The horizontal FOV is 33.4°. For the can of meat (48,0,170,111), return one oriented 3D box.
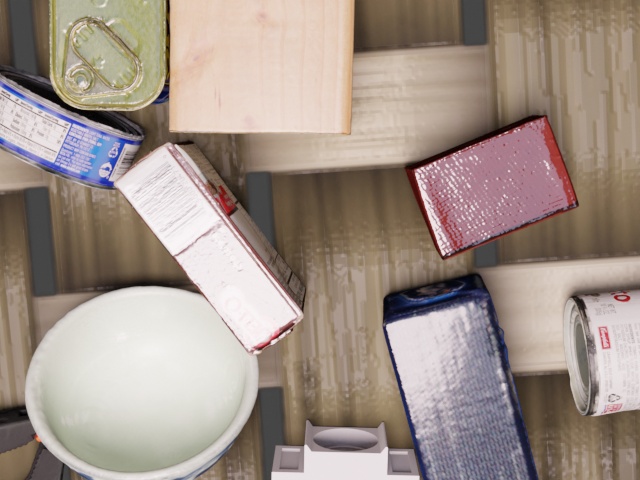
[{"bbox_3d":[-0.101,-0.118,0.553,0.057,0.084,0.102,1,97,2],"label":"can of meat"}]

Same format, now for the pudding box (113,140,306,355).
[{"bbox_3d":[-0.054,0.001,0.564,0.039,0.090,0.113,-36,94,3],"label":"pudding box"}]

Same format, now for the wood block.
[{"bbox_3d":[-0.026,-0.158,0.544,0.090,0.091,0.206,1,97,0],"label":"wood block"}]

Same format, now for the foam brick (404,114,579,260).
[{"bbox_3d":[0.090,-0.030,0.577,0.078,0.053,0.051,-22,96,2],"label":"foam brick"}]

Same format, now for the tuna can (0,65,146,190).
[{"bbox_3d":[-0.137,-0.059,0.560,0.086,0.086,0.034,26,98,-2],"label":"tuna can"}]
